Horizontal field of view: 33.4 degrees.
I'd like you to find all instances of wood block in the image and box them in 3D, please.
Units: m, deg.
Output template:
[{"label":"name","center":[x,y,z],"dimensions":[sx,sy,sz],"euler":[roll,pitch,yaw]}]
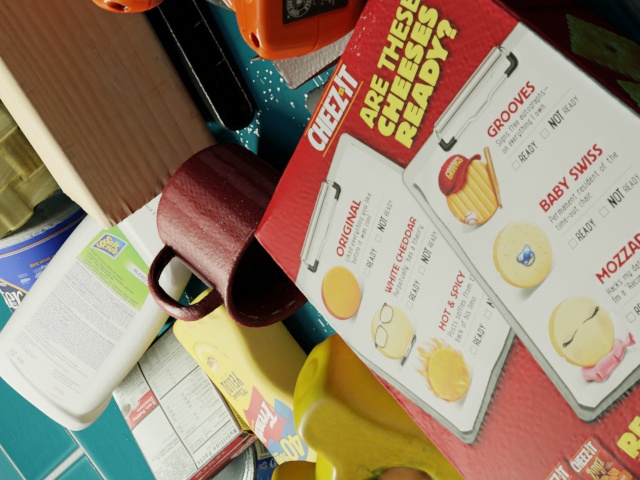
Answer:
[{"label":"wood block","center":[-0.156,-0.121,0.637],"dimensions":[0.090,0.090,0.206],"euler":[33,155,53]}]

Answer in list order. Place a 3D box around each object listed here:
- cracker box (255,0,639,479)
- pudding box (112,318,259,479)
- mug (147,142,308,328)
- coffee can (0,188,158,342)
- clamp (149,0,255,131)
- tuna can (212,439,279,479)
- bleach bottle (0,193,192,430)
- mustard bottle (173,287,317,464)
[{"label":"cracker box","center":[0.085,0.001,0.431],"dimensions":[0.214,0.071,0.164],"euler":[48,126,30]},{"label":"pudding box","center":[-0.106,0.131,0.837],"dimensions":[0.090,0.039,0.113],"euler":[-42,66,18]},{"label":"mug","center":[-0.054,0.001,0.647],"dimensions":[0.082,0.117,0.093],"euler":[38,163,33]},{"label":"coffee can","center":[-0.210,0.038,0.890],"dimensions":[0.103,0.102,0.140],"euler":[3,122,51]},{"label":"clamp","center":[-0.101,-0.167,0.622],"dimensions":[0.210,0.036,0.165],"euler":[42,152,23]},{"label":"tuna can","center":[-0.070,0.172,0.865],"dimensions":[0.086,0.033,0.086],"euler":[5,97,46]},{"label":"bleach bottle","center":[-0.138,0.029,0.761],"dimensions":[0.102,0.068,0.251],"euler":[40,121,-8]},{"label":"mustard bottle","center":[-0.025,0.116,0.763],"dimensions":[0.191,0.058,0.096],"euler":[51,148,5]}]
